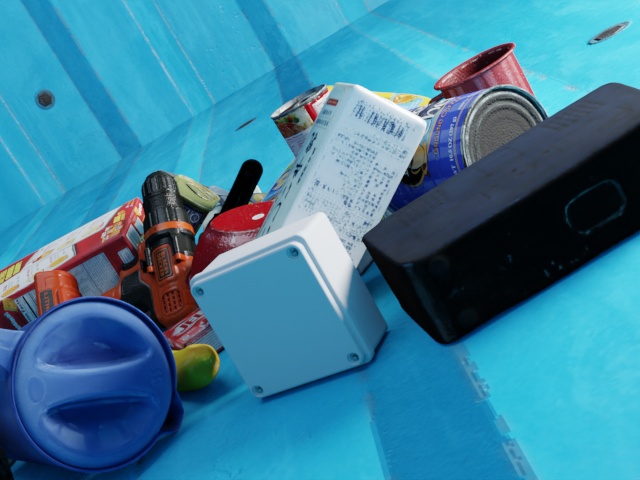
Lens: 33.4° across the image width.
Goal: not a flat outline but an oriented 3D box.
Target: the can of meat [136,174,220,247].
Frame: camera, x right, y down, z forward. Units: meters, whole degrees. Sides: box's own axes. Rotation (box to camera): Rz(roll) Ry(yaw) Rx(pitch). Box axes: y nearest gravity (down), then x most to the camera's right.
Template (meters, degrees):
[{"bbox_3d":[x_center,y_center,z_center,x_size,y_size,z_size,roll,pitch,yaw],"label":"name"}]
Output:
[{"bbox_3d":[-0.162,-0.021,1.213,0.084,0.057,0.102,-59,5,11],"label":"can of meat"}]

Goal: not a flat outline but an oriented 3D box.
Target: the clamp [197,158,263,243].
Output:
[{"bbox_3d":[-0.114,-0.007,1.203,0.120,0.039,0.172,-54,-6,-33],"label":"clamp"}]

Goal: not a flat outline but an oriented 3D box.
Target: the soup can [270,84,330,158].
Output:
[{"bbox_3d":[0.002,-0.105,1.130,0.068,0.102,0.068,-29,15,8],"label":"soup can"}]

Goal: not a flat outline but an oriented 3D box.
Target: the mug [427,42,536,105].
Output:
[{"bbox_3d":[0.166,-0.141,1.103,0.117,0.081,0.093,-23,17,29],"label":"mug"}]

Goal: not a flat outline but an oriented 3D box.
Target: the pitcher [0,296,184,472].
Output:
[{"bbox_3d":[-0.236,0.124,0.899,0.144,0.149,0.243,-26,3,-33],"label":"pitcher"}]

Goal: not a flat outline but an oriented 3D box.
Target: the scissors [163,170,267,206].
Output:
[{"bbox_3d":[-0.111,-0.059,1.342,0.096,0.016,0.202,-11,28,-33],"label":"scissors"}]

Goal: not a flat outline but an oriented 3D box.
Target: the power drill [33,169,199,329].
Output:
[{"bbox_3d":[-0.213,0.035,1.127,0.188,0.184,0.057,-25,-29,20],"label":"power drill"}]

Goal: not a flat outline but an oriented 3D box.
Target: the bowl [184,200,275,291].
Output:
[{"bbox_3d":[-0.057,0.001,1.031,0.162,0.055,0.162,-9,18,3],"label":"bowl"}]

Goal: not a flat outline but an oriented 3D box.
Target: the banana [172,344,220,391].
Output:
[{"bbox_3d":[-0.138,0.109,0.926,0.198,0.069,0.037,-3,68,47],"label":"banana"}]

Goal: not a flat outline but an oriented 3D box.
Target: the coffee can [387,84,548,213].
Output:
[{"bbox_3d":[0.120,-0.074,0.931,0.102,0.103,0.141,-39,17,-27],"label":"coffee can"}]

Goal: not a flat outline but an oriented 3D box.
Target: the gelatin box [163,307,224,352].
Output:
[{"bbox_3d":[-0.100,0.078,1.011,0.089,0.030,0.073,-35,15,-16],"label":"gelatin box"}]

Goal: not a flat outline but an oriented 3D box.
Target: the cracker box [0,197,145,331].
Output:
[{"bbox_3d":[-0.300,0.044,1.275,0.214,0.072,0.164,-28,17,6],"label":"cracker box"}]
